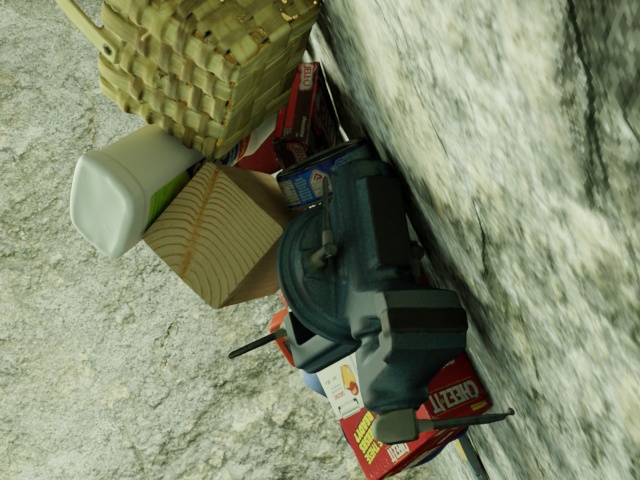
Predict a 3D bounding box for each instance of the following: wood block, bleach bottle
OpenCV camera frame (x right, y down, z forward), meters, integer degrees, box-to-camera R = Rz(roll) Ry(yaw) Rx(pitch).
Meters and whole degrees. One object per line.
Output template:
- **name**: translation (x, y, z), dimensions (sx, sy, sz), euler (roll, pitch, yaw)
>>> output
- **wood block**: translation (-0.070, -0.006, 0.971), dimensions (0.090, 0.091, 0.206), euler (43, -172, 8)
- **bleach bottle**: translation (-0.108, -0.086, 0.948), dimensions (0.068, 0.250, 0.103), euler (40, 140, 11)

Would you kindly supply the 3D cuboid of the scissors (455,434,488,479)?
- **scissors**: translation (0.198, 0.295, 1.310), dimensions (0.096, 0.016, 0.202), euler (67, 178, -82)

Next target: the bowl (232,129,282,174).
- **bowl**: translation (-0.052, -0.138, 1.220), dimensions (0.162, 0.055, 0.162), euler (13, -90, -79)

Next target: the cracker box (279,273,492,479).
- **cracker box**: translation (0.054, 0.097, 0.996), dimensions (0.214, 0.072, 0.164), euler (63, 151, 19)

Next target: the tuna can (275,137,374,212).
- **tuna can**: translation (0.006, -0.057, 0.913), dimensions (0.086, 0.086, 0.034), euler (-127, 13, -81)

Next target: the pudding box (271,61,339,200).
- **pudding box**: translation (-0.012, -0.101, 1.006), dimensions (0.113, 0.039, 0.090), euler (71, -155, -62)
